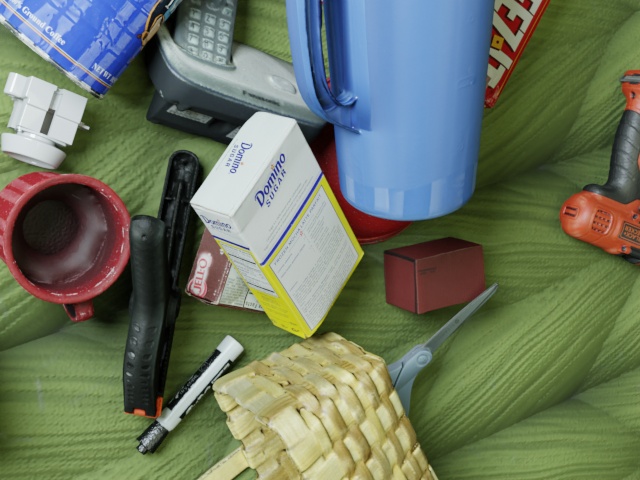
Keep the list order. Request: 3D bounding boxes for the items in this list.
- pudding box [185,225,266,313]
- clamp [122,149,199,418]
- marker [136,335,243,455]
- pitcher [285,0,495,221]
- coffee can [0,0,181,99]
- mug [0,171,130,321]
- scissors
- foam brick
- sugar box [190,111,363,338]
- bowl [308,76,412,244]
[{"bbox_3d":[-0.056,0.001,0.870,0.089,0.039,0.113,18,91,-60],"label":"pudding box"},{"bbox_3d":[-0.126,0.039,0.828,0.036,0.164,0.210,10,119,1],"label":"clamp"},{"bbox_3d":[-0.111,0.130,0.895,0.121,0.020,0.020,-49,118,-13],"label":"marker"},{"bbox_3d":[0.056,-0.137,0.784,0.149,0.145,0.243,0,120,4],"label":"pitcher"},{"bbox_3d":[-0.149,-0.185,0.747,0.102,0.103,0.140,39,92,-29],"label":"coffee can"},{"bbox_3d":[-0.192,0.004,0.787,0.093,0.082,0.117,-23,110,-24],"label":"mug"},{"bbox_3d":[0.092,0.124,0.982,0.201,0.016,0.096,-30,123,-4],"label":"scissors"},{"bbox_3d":[0.105,0.031,0.978,0.078,0.051,0.053,-10,104,-28],"label":"foam brick"},{"bbox_3d":[-0.029,-0.008,0.823,0.093,0.048,0.176,-57,143,-22],"label":"sugar box"},{"bbox_3d":[0.055,-0.071,0.928,0.161,0.055,0.162,-6,102,-28],"label":"bowl"}]
